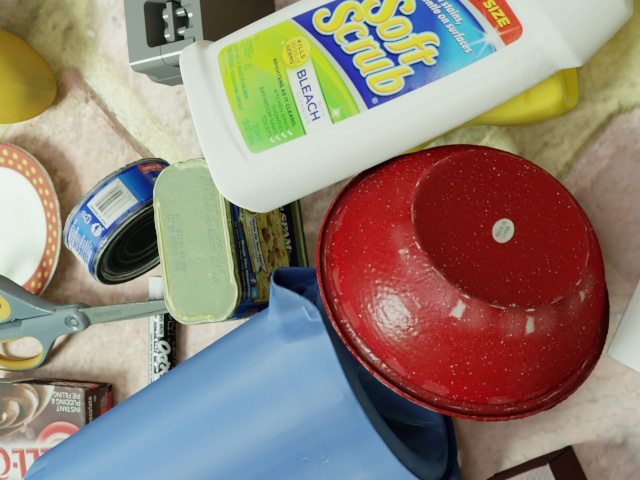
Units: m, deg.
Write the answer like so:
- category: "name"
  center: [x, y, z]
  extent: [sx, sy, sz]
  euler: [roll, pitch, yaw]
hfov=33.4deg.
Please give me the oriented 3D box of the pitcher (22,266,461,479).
- category: "pitcher"
  center: [-0.047, 0.132, 0.618]
  extent: [0.243, 0.144, 0.149]
  euler: [-31, 68, 20]

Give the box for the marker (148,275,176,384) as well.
- category: "marker"
  center: [-0.106, 0.084, 0.717]
  extent: [0.020, 0.020, 0.121]
  euler: [1, 90, 28]

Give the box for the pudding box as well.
- category: "pudding box"
  center: [-0.200, 0.144, 0.756]
  extent: [0.114, 0.039, 0.090]
  euler: [0, 90, 28]

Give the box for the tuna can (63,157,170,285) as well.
- category: "tuna can"
  center: [-0.120, -0.011, 0.687]
  extent: [0.034, 0.086, 0.086]
  euler: [48, 110, 19]

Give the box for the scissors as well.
- category: "scissors"
  center: [-0.183, 0.040, 0.726]
  extent: [0.202, 0.016, 0.096]
  euler: [-25, 113, 36]

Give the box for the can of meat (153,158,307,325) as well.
- category: "can of meat"
  center: [-0.054, 0.001, 0.653]
  extent: [0.058, 0.083, 0.102]
  euler: [-11, 85, 27]

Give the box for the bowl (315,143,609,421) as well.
- category: "bowl"
  center: [0.082, 0.006, 0.540]
  extent: [0.162, 0.161, 0.055]
  euler: [53, 152, 18]

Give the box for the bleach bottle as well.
- category: "bleach bottle"
  center: [0.052, -0.105, 0.543]
  extent: [0.251, 0.068, 0.102]
  euler: [-24, 71, 22]
